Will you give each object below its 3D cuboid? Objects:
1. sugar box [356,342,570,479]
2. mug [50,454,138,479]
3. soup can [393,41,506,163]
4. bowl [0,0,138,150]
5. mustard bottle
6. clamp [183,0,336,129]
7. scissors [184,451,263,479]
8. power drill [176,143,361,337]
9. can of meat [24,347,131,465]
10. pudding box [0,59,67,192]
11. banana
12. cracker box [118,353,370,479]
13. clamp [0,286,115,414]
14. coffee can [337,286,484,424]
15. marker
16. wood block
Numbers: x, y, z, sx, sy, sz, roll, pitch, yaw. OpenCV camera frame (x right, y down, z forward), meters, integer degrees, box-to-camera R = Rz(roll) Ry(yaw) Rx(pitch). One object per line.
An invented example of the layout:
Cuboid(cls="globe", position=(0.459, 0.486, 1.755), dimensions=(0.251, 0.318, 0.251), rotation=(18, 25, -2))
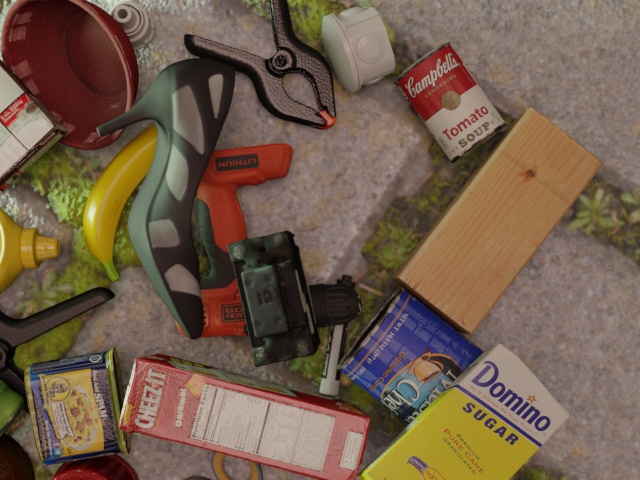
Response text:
Cuboid(cls="sugar box", position=(0.128, 0.181, 0.942), dimensions=(0.176, 0.048, 0.093), rotation=(-42, 85, -16))
Cuboid(cls="mug", position=(-0.213, 0.257, 1.030), dimensions=(0.117, 0.081, 0.093), rotation=(15, 87, 0))
Cuboid(cls="soup can", position=(0.129, -0.136, 1.062), dimensions=(0.068, 0.068, 0.102), rotation=(-35, 89, -3))
Cuboid(cls="bowl", position=(-0.232, -0.172, 1.040), dimensions=(0.162, 0.055, 0.162), rotation=(15, 123, 24))
Cuboid(cls="mustard bottle", position=(-0.354, 0.010, 1.051), dimensions=(0.191, 0.058, 0.096), rotation=(-2, 76, -1))
Cuboid(cls="clamp", position=(-0.053, -0.176, 1.075), dimensions=(0.120, 0.039, 0.171), rotation=(-32, 88, 0))
Cuboid(cls="scissors", position=(-0.044, 0.272, 1.065), dimensions=(0.201, 0.016, 0.096), rotation=(23, 87, 0))
Cuboid(cls="power drill", position=(-0.057, 0.001, 1.051), dimensions=(0.184, 0.057, 0.187), rotation=(-5, 86, 4))
Cuboid(cls="can of meat", position=(-0.231, 0.160, 1.019), dimensions=(0.084, 0.057, 0.102), rotation=(-9, 92, -6))
Cuboid(cls="pudding box", position=(-0.318, -0.117, 1.033), dimensions=(0.090, 0.039, 0.113), rotation=(-43, 87, -1))
Cuboid(cls="banana", position=(-0.184, -0.059, 1.071), dimensions=(0.069, 0.037, 0.198), rotation=(32, 88, -17))
Cuboid(cls="cracker box", position=(-0.068, 0.165, 0.996), dimensions=(0.213, 0.164, 0.072), rotation=(14, 85, -1))
Cuboid(cls="clamp", position=(-0.313, 0.123, 1.057), dimensions=(0.210, 0.036, 0.164), rotation=(3, 89, -2))
Cuboid(cls="coffee can", position=(0.102, 0.127, 1.031), dimensions=(0.140, 0.103, 0.103), rotation=(38, 87, 1))
Cuboid(cls="marker", position=(0.018, 0.094, 1.072), dimensions=(0.020, 0.020, 0.121), rotation=(9, 87, -1))
Cuboid(cls="wood block", position=(0.170, -0.016, 1.046), dimensions=(0.091, 0.090, 0.206), rotation=(38, 87, 2))
